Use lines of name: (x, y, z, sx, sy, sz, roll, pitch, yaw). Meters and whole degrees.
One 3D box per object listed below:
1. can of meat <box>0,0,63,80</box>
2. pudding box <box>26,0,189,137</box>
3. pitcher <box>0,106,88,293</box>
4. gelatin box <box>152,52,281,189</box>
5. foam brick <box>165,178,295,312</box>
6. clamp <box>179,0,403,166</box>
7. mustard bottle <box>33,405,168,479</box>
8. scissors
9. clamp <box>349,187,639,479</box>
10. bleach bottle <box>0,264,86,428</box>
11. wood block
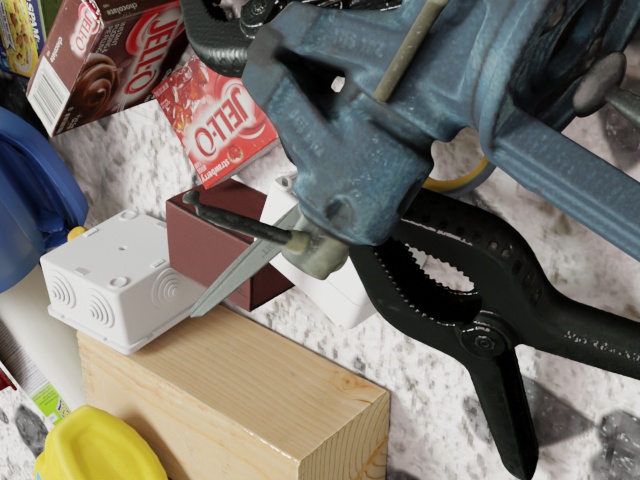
can of meat: (-0.187, -0.156, 0.726, 0.084, 0.057, 0.102, 20, 124, 39)
pudding box: (-0.124, -0.120, 0.659, 0.039, 0.089, 0.114, 55, 139, 9)
pitcher: (-0.278, -0.069, 0.751, 0.145, 0.149, 0.243, 49, 165, 32)
gelatin box: (-0.058, -0.082, 0.659, 0.089, 0.030, 0.073, -28, 91, 49)
foam brick: (-0.054, 0.001, 0.686, 0.078, 0.051, 0.053, 27, 130, 32)
clamp: (-0.024, -0.106, 0.569, 0.172, 0.120, 0.039, 22, 167, 41)
mustard bottle: (-0.165, 0.184, 0.771, 0.096, 0.058, 0.192, 47, 149, 3)
scissors: (0.018, -0.015, 0.557, 0.096, 0.016, 0.202, 37, 101, 18)
clamp: (0.097, 0.038, 0.528, 0.210, 0.036, 0.165, 45, 137, -16)
bleach bottle: (-0.225, 0.111, 0.909, 0.251, 0.068, 0.103, 55, 147, 0)
wood block: (-0.062, 0.116, 0.729, 0.206, 0.090, 0.090, 23, 128, 34)
